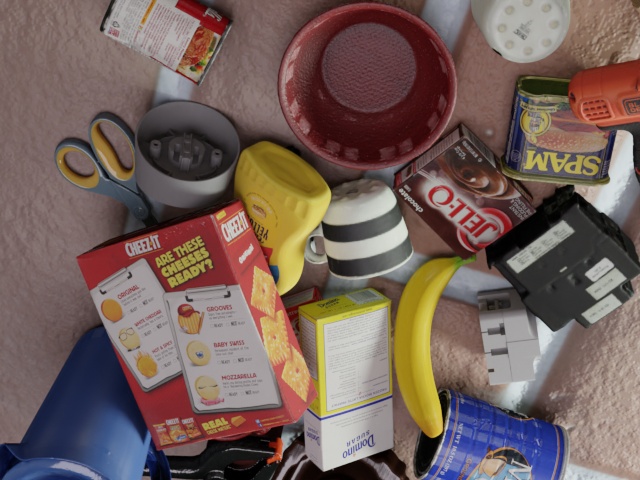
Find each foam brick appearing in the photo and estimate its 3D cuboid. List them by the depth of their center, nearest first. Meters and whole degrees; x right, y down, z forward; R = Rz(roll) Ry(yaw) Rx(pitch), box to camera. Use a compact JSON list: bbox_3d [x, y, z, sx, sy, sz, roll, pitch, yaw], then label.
[{"bbox_3d":[-0.087,0.227,1.212,0.078,0.053,0.051,21,121,-6],"label":"foam brick"}]

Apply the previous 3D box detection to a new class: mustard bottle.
[{"bbox_3d":[-0.057,0.001,1.059,0.096,0.058,0.192,38,132,19],"label":"mustard bottle"}]

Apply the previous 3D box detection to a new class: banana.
[{"bbox_3d":[0.107,0.101,1.096,0.070,0.037,0.198,14,99,31],"label":"banana"}]

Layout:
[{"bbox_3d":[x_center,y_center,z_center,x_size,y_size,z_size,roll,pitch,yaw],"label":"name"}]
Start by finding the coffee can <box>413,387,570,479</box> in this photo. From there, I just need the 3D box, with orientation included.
[{"bbox_3d":[0.184,0.229,1.157,0.140,0.102,0.103,19,120,-5],"label":"coffee can"}]

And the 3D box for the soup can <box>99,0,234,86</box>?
[{"bbox_3d":[-0.138,-0.193,0.961,0.102,0.068,0.069,28,119,-10],"label":"soup can"}]

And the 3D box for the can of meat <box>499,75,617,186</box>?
[{"bbox_3d":[0.223,-0.102,0.985,0.102,0.057,0.084,6,118,2],"label":"can of meat"}]

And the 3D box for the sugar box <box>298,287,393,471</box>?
[{"bbox_3d":[0.028,0.145,1.118,0.093,0.048,0.176,-12,115,-27],"label":"sugar box"}]

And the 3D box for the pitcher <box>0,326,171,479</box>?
[{"bbox_3d":[-0.226,0.203,1.101,0.145,0.242,0.149,1,121,5],"label":"pitcher"}]

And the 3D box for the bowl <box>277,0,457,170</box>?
[{"bbox_3d":[0.043,-0.148,0.976,0.162,0.055,0.162,3,121,4],"label":"bowl"}]

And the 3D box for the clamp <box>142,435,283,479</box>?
[{"bbox_3d":[-0.114,0.268,1.185,0.171,0.039,0.120,-15,125,14],"label":"clamp"}]

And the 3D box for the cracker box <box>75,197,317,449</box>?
[{"bbox_3d":[-0.118,0.084,1.036,0.164,0.072,0.213,-16,101,25],"label":"cracker box"}]

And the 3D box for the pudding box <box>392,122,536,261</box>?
[{"bbox_3d":[0.139,-0.046,1.036,0.090,0.039,0.113,-38,110,24],"label":"pudding box"}]

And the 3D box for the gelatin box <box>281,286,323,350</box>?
[{"bbox_3d":[-0.029,0.097,1.142,0.089,0.030,0.073,-20,117,16],"label":"gelatin box"}]

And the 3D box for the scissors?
[{"bbox_3d":[-0.204,-0.035,1.090,0.096,0.016,0.202,-9,119,13],"label":"scissors"}]
